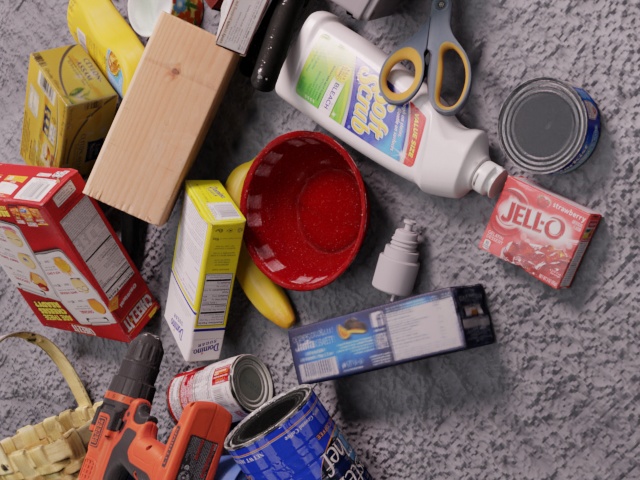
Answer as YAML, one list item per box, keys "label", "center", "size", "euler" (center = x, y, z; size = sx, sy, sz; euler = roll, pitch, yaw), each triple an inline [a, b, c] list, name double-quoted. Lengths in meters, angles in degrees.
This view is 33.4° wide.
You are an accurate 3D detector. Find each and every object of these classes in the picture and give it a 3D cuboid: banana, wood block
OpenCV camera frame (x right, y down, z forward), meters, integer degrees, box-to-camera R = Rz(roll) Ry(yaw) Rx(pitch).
- label: "banana"
  center: [-0.072, 0.001, 1.150]
  size: [0.070, 0.037, 0.198]
  euler: [-14, 82, 39]
- label: "wood block"
  center: [-0.166, -0.129, 1.144]
  size: [0.091, 0.090, 0.206]
  euler: [25, 95, -4]

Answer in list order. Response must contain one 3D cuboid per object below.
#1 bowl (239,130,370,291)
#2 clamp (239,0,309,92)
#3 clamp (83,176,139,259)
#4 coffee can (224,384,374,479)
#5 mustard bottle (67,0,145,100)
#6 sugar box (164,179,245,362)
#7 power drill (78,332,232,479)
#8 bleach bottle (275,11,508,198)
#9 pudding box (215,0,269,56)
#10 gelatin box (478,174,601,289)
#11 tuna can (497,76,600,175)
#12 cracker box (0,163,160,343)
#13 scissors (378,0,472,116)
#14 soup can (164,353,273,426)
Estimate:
- label: "bowl"
  center: [-0.005, -0.030, 1.088]
  size: [0.162, 0.055, 0.162]
  euler: [1, 91, 37]
- label: "clamp"
  center: [-0.029, -0.244, 1.066]
  size: [0.210, 0.036, 0.164]
  euler: [-64, 15, 16]
- label: "clamp"
  center: [-0.228, -0.060, 1.256]
  size: [0.120, 0.039, 0.172]
  euler: [41, 108, -11]
- label: "coffee can"
  center: [-0.013, 0.226, 1.038]
  size: [0.103, 0.102, 0.140]
  euler: [-29, 99, 34]
- label: "mustard bottle"
  center: [-0.224, -0.202, 1.235]
  size: [0.192, 0.058, 0.096]
  euler: [52, 157, 24]
- label: "sugar box"
  center: [-0.126, 0.033, 1.149]
  size: [0.093, 0.048, 0.176]
  euler: [-126, 40, -50]
- label: "power drill"
  center: [-0.171, 0.192, 1.114]
  size: [0.188, 0.057, 0.184]
  euler: [3, 72, 52]
- label: "bleach bottle"
  center: [0.075, -0.122, 1.023]
  size: [0.251, 0.068, 0.103]
  euler: [35, 105, 28]
- label: "pudding box"
  center: [-0.069, -0.256, 1.077]
  size: [0.090, 0.039, 0.114]
  euler: [-92, 23, -54]
- label: "gelatin box"
  center: [0.194, -0.008, 0.952]
  size: [0.089, 0.030, 0.073]
  euler: [31, 109, 32]
- label: "tuna can"
  center: [0.202, -0.100, 0.943]
  size: [0.086, 0.033, 0.086]
  euler: [1, 91, 37]
- label: "cracker box"
  center: [-0.302, 0.013, 1.236]
  size: [0.164, 0.072, 0.213]
  euler: [6, 135, 37]
- label: "scissors"
  center: [0.095, -0.207, 0.996]
  size: [0.096, 0.016, 0.202]
  euler: [-10, 72, 16]
- label: "soup can"
  center: [-0.111, 0.167, 1.163]
  size: [0.102, 0.068, 0.068]
  euler: [-20, 78, 35]
